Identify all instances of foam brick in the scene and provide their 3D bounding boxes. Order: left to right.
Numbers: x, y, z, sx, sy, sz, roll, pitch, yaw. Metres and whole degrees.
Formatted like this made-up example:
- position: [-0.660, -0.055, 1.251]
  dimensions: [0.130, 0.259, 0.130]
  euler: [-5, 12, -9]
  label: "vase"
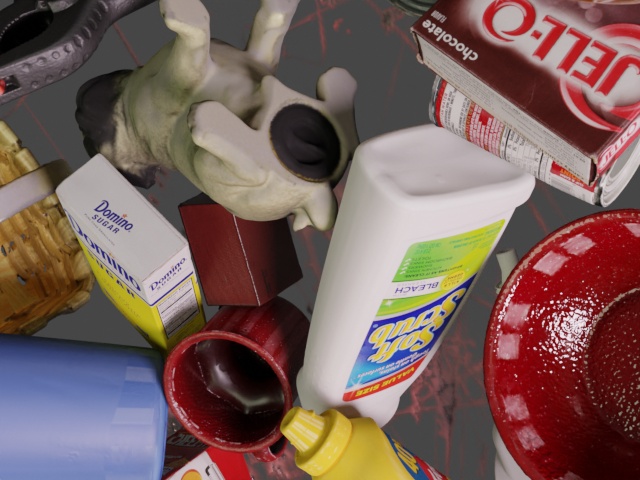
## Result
- position: [-0.055, 0.001, 0.735]
  dimensions: [0.051, 0.052, 0.078]
  euler: [-1, 111, 38]
  label: "foam brick"

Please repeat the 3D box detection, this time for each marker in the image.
- position: [-0.058, 0.099, 0.810]
  dimensions: [0.020, 0.020, 0.121]
  euler: [6, 115, 36]
  label: "marker"

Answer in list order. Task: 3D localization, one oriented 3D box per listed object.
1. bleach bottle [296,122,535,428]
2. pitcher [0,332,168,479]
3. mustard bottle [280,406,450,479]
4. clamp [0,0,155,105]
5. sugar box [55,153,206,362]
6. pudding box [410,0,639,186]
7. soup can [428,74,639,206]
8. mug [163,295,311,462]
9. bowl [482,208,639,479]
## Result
- position: [0.044, 0.045, 0.661]
  dimensions: [0.068, 0.102, 0.251]
  euler: [57, 147, 36]
  label: "bleach bottle"
- position: [-0.234, 0.134, 0.752]
  dimensions: [0.149, 0.242, 0.145]
  euler: [113, 158, -55]
  label: "pitcher"
- position: [0.055, 0.162, 0.662]
  dimensions: [0.191, 0.096, 0.058]
  euler: [36, 92, -15]
  label: "mustard bottle"
- position: [-0.150, -0.145, 0.673]
  dimensions: [0.120, 0.171, 0.039]
  euler: [6, 141, 30]
  label: "clamp"
- position: [-0.128, 0.021, 0.750]
  dimensions: [0.093, 0.048, 0.176]
  euler: [44, 164, 18]
  label: "sugar box"
- position: [0.114, -0.093, 0.504]
  dimensions: [0.114, 0.090, 0.039]
  euler: [40, 170, 24]
  label: "pudding box"
- position: [0.117, -0.069, 0.554]
  dimensions: [0.102, 0.068, 0.069]
  euler: [31, 128, 22]
  label: "soup can"
- position: [-0.047, 0.098, 0.746]
  dimensions: [0.093, 0.081, 0.117]
  euler: [-14, 107, 23]
  label: "mug"
- position: [0.169, 0.066, 0.565]
  dimensions: [0.162, 0.055, 0.162]
  euler: [-6, 80, 39]
  label: "bowl"
